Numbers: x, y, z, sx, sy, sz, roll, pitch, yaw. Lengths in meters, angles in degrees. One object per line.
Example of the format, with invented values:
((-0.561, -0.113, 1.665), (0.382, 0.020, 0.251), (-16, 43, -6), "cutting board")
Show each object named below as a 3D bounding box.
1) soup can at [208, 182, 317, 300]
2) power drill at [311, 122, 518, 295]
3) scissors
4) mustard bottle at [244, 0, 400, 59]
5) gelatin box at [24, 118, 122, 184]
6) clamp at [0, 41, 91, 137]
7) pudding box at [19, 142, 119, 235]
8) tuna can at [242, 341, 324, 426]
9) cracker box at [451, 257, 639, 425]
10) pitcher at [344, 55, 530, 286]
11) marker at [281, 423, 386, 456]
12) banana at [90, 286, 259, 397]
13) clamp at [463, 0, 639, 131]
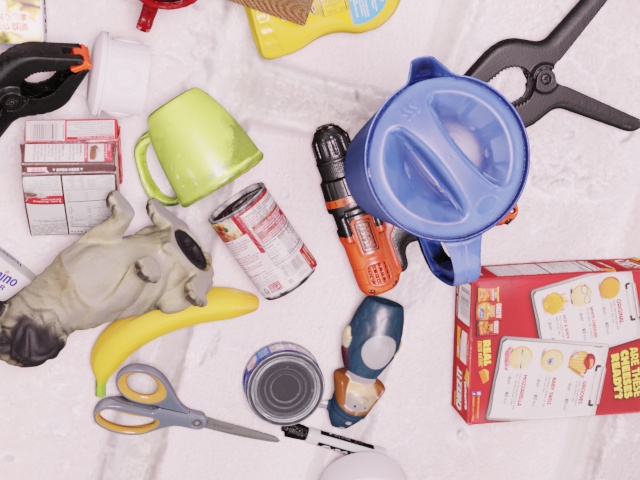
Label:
((-0.057, 0.001, 1.081), (0.068, 0.068, 0.102), (-35, 106, -1), "soup can")
((0.097, -0.055, 1.103), (0.187, 0.057, 0.184), (-20, 101, -3), "power drill")
((-0.135, 0.173, 1.120), (0.201, 0.016, 0.096), (4, 120, -12), "scissors")
((0.021, -0.248, 1.045), (0.191, 0.058, 0.096), (-17, 99, -6), "mustard bottle")
((-0.236, -0.083, 1.029), (0.089, 0.073, 0.030), (-2, 58, -9), "gelatin box")
((-0.296, -0.142, 0.982), (0.171, 0.039, 0.120), (-30, 149, 11), "clamp")
((-0.238, -0.047, 1.022), (0.090, 0.114, 0.039), (-2, 61, -10), "pudding box")
((-0.039, 0.153, 1.135), (0.086, 0.034, 0.086), (-2, 103, -10), "tuna can")
((0.253, 0.107, 1.158), (0.213, 0.072, 0.164), (-3, 103, -10), "cracker box")
((0.090, -0.058, 0.950), (0.145, 0.243, 0.149), (31, 88, -6), "pitcher")
((0.014, 0.220, 1.167), (0.121, 0.020, 0.020), (19, 98, -13), "marker")
((-0.162, 0.089, 1.101), (0.198, 0.037, 0.069), (-28, 135, 0), "banana")
((0.237, -0.162, 1.113), (0.210, 0.036, 0.164), (-23, 105, -2), "clamp")
